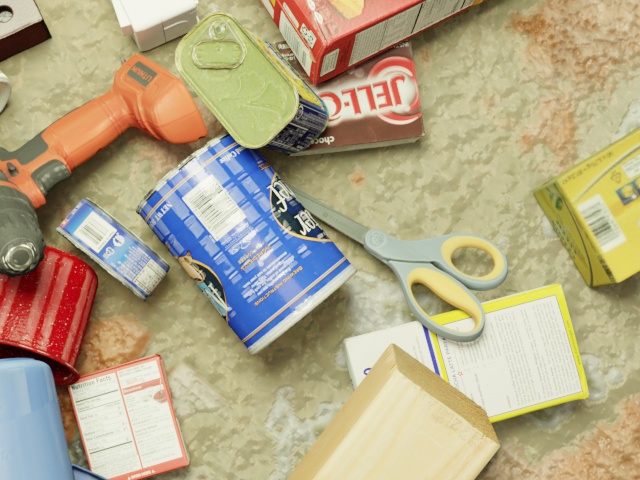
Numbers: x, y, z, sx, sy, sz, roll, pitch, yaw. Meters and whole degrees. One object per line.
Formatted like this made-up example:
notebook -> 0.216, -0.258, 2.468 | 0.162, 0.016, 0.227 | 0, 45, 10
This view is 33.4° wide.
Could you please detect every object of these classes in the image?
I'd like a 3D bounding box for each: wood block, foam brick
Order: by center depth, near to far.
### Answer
wood block -> 0.026, 0.187, 0.763 | 0.090, 0.091, 0.206 | 36, 98, -3
foam brick -> -0.252, -0.188, 0.831 | 0.053, 0.051, 0.078 | -27, 87, -7

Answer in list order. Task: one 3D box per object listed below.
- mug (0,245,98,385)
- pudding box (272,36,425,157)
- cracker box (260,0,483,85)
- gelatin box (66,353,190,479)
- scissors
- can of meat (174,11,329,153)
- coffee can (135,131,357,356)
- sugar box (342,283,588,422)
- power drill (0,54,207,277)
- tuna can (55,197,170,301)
mug -> -0.222, 0.055, 0.793 | 0.117, 0.093, 0.081 | -9, 58, 37
pudding box -> 0.021, -0.118, 0.853 | 0.113, 0.039, 0.090 | -8, 85, -5
cracker box -> 0.046, -0.243, 0.828 | 0.213, 0.072, 0.164 | -29, 78, -14
gelatin box -> -0.147, 0.139, 0.818 | 0.073, 0.030, 0.089 | -16, 85, -5
scissors -> 0.063, -0.005, 0.839 | 0.096, 0.016, 0.202 | -38, 70, -18
can of meat -> -0.047, -0.113, 0.789 | 0.057, 0.083, 0.102 | -43, 77, 13
coffee can -> -0.055, 0.001, 0.803 | 0.102, 0.103, 0.140 | -39, 88, -7
sugar box -> 0.112, 0.100, 0.836 | 0.176, 0.048, 0.093 | -14, 85, -2
power drill -> -0.179, -0.058, 0.773 | 0.187, 0.185, 0.057 | -32, 125, -14
tuna can -> -0.155, 0.006, 0.803 | 0.086, 0.086, 0.033 | 39, 81, 0
